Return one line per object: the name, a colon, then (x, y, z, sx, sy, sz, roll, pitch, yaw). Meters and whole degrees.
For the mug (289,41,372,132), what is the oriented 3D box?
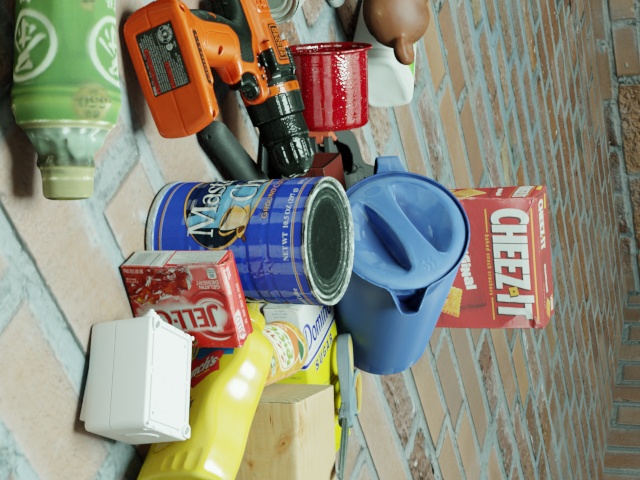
mug: (0.005, -0.160, 1.101, 0.117, 0.093, 0.081, -133, -141, -69)

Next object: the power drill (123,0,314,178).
power drill: (-0.076, -0.131, 0.890, 0.187, 0.057, 0.184, -25, 95, -65)

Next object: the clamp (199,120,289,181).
clamp: (-0.045, -0.051, 1.026, 0.164, 0.036, 0.210, -56, 135, -52)

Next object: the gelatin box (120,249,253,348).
gelatin box: (-0.102, 0.046, 0.823, 0.030, 0.089, 0.073, -52, 136, -55)

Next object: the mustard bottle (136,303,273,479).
mustard bottle: (-0.084, 0.121, 0.860, 0.058, 0.096, 0.191, 36, 48, -22)

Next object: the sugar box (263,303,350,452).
sugar box: (-0.011, 0.135, 1.088, 0.093, 0.048, 0.176, -40, 128, -63)

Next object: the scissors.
scissors: (0.023, 0.154, 1.051, 0.201, 0.016, 0.096, -54, 135, -78)

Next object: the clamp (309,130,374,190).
clamp: (0.035, -0.077, 1.211, 0.171, 0.039, 0.120, 66, 31, -42)

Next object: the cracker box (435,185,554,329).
cracker box: (0.166, 0.022, 1.294, 0.072, 0.214, 0.164, -36, 122, -62)

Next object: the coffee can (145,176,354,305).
coffee can: (-0.056, 0.001, 0.868, 0.102, 0.140, 0.103, 0, 90, -67)

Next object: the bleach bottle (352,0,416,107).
bleach bottle: (0.087, -0.292, 1.313, 0.102, 0.068, 0.250, 52, 41, -54)

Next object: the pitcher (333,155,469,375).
pitcher: (0.072, 0.037, 1.119, 0.149, 0.145, 0.243, -47, 161, -25)

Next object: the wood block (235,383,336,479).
wood block: (-0.041, 0.239, 0.962, 0.090, 0.090, 0.206, -7, 95, -67)

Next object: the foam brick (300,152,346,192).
foam brick: (-0.005, -0.046, 1.100, 0.051, 0.053, 0.078, -44, 130, -59)
